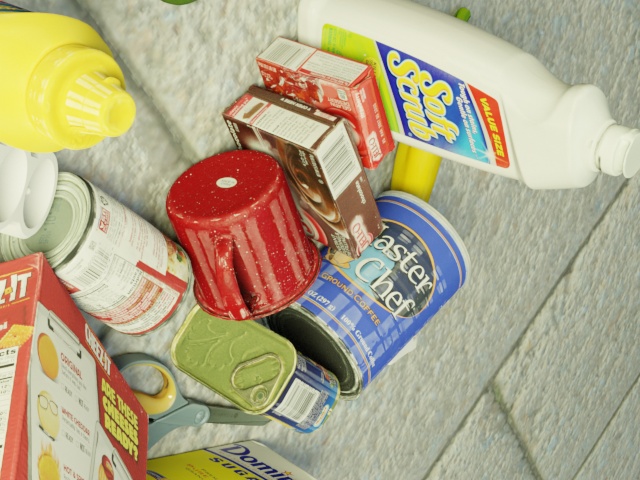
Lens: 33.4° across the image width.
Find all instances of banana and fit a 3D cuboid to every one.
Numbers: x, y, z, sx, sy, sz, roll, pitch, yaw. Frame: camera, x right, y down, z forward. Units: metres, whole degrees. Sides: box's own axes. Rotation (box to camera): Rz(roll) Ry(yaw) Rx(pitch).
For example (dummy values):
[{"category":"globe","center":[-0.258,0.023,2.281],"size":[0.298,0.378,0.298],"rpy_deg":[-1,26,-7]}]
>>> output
[{"category":"banana","center":[0.092,-0.093,0.881],"size":[0.069,0.037,0.198],"rpy_deg":[-19,128,-65]}]

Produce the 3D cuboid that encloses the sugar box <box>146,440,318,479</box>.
[{"category":"sugar box","center":[-0.081,0.196,0.800],"size":[0.175,0.093,0.048],"rpy_deg":[-2,113,-52]}]

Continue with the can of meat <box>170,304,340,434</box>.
[{"category":"can of meat","center":[-0.045,0.095,0.777],"size":[0.057,0.102,0.083],"rpy_deg":[-59,146,-7]}]

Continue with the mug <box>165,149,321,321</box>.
[{"category":"mug","center":[-0.055,0.001,0.707],"size":[0.117,0.093,0.081],"rpy_deg":[-84,161,-50]}]

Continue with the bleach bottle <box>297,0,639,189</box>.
[{"category":"bleach bottle","center":[0.097,-0.101,0.707],"size":[0.068,0.251,0.102],"rpy_deg":[-33,133,-36]}]

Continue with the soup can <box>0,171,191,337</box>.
[{"category":"soup can","center":[-0.133,0.010,0.643],"size":[0.068,0.069,0.102],"rpy_deg":[-59,143,-8]}]

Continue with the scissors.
[{"category":"scissors","center":[-0.109,0.144,0.799],"size":[0.096,0.016,0.201],"rpy_deg":[-56,143,-9]}]

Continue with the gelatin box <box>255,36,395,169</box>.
[{"category":"gelatin box","center":[0.003,-0.094,0.733],"size":[0.030,0.089,0.073],"rpy_deg":[-46,140,-25]}]

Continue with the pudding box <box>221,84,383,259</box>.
[{"category":"pudding box","center":[-0.011,-0.047,0.744],"size":[0.039,0.090,0.113],"rpy_deg":[-47,140,-24]}]

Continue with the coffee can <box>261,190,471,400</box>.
[{"category":"coffee can","center":[0.037,0.042,0.846],"size":[0.140,0.103,0.103],"rpy_deg":[-43,139,-27]}]

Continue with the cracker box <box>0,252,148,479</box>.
[{"category":"cracker box","center":[-0.152,0.141,0.559],"size":[0.072,0.213,0.164],"rpy_deg":[-13,135,6]}]

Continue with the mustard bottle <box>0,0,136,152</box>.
[{"category":"mustard bottle","center":[-0.147,-0.080,0.465],"size":[0.096,0.192,0.058],"rpy_deg":[7,105,-53]}]
